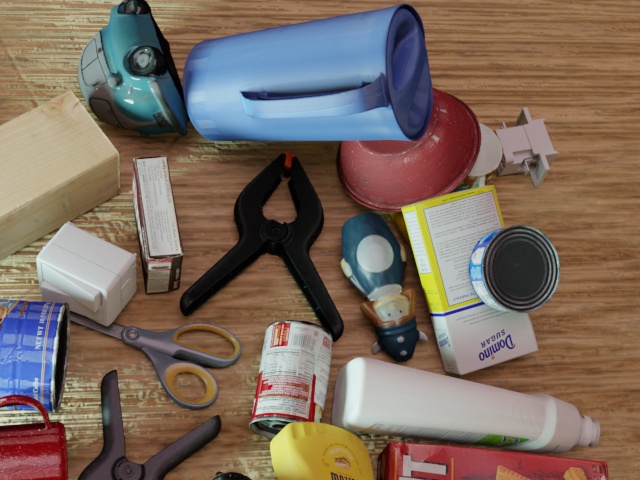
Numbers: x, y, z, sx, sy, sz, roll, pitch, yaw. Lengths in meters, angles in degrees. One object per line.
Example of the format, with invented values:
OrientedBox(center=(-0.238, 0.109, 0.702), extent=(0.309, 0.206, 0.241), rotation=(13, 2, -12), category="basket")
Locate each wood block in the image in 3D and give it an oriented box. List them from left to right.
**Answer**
OrientedBox(center=(-0.310, -0.049, 1.056), extent=(0.205, 0.090, 0.091), rotation=(-33, 74, -22), category="wood block")

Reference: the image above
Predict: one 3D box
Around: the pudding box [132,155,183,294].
OrientedBox(center=(-0.163, -0.015, 1.062), extent=(0.039, 0.090, 0.113), rotation=(-9, 67, -13), category="pudding box")

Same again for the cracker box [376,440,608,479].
OrientedBox(center=(0.159, 0.278, 0.981), extent=(0.213, 0.072, 0.164), rotation=(7, 63, -5), category="cracker box")

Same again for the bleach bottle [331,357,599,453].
OrientedBox(center=(0.144, 0.167, 1.028), extent=(0.250, 0.103, 0.068), rotation=(11, 72, -11), category="bleach bottle")

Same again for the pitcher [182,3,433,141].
OrientedBox(center=(-0.018, -0.158, 1.080), extent=(0.243, 0.149, 0.145), rotation=(-2, 69, 25), category="pitcher")

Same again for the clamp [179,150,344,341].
OrientedBox(center=(-0.057, 0.001, 1.100), extent=(0.164, 0.036, 0.210), rotation=(4, 62, -7), category="clamp")

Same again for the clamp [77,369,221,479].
OrientedBox(center=(-0.165, 0.213, 0.982), extent=(0.120, 0.039, 0.171), rotation=(13, 69, 3), category="clamp")

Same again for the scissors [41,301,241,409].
OrientedBox(center=(-0.178, 0.113, 1.040), extent=(0.201, 0.016, 0.096), rotation=(6, 64, -6), category="scissors")

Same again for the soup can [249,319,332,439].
OrientedBox(center=(-0.027, 0.135, 1.023), extent=(0.068, 0.068, 0.102), rotation=(10, 63, -4), category="soup can")

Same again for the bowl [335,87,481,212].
OrientedBox(center=(0.085, -0.111, 1.128), extent=(0.162, 0.055, 0.162), rotation=(-11, 56, 16), category="bowl")

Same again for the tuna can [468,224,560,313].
OrientedBox(center=(0.190, 0.028, 1.046), extent=(0.086, 0.034, 0.086), rotation=(1, 86, -19), category="tuna can")

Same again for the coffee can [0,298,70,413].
OrientedBox(center=(-0.307, 0.103, 0.977), extent=(0.140, 0.103, 0.103), rotation=(5, 64, -7), category="coffee can")

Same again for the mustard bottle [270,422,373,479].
OrientedBox(center=(0.014, 0.251, 0.923), extent=(0.096, 0.058, 0.191), rotation=(24, 34, -31), category="mustard bottle")

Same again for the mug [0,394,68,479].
OrientedBox(center=(-0.266, 0.192, 0.941), extent=(0.081, 0.093, 0.117), rotation=(-2, 100, -15), category="mug")

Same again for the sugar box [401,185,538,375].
OrientedBox(center=(0.150, 0.039, 1.077), extent=(0.093, 0.048, 0.176), rotation=(-14, 93, -16), category="sugar box")
